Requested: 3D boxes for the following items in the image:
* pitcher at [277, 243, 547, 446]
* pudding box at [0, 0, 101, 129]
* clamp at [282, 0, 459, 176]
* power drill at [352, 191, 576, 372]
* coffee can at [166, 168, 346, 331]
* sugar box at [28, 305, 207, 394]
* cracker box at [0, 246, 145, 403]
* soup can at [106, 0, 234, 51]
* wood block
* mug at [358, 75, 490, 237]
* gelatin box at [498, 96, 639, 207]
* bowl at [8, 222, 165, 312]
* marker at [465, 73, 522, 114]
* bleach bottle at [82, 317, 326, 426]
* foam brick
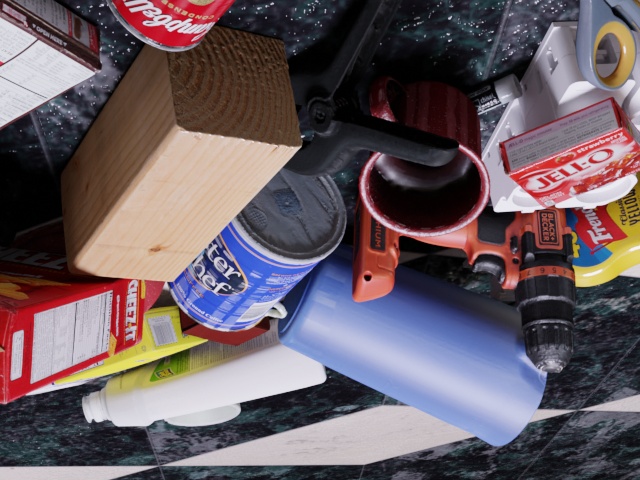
[{"bbox_3d":[0.084,0.096,1.016,0.242,0.145,0.149,23,105,-10],"label":"pitcher"},{"bbox_3d":[-0.207,-0.114,0.662,0.114,0.039,0.089,-21,153,27],"label":"pudding box"},{"bbox_3d":[0.012,-0.100,0.726,0.172,0.120,0.039,-8,-177,41],"label":"clamp"},{"bbox_3d":[0.122,0.019,0.900,0.187,0.184,0.057,4,153,-6],"label":"power drill"},{"bbox_3d":[-0.056,0.001,0.873,0.102,0.103,0.141,5,151,-27],"label":"coffee can"},{"bbox_3d":[-0.212,0.112,1.082,0.176,0.048,0.093,-23,170,28],"label":"sugar box"},{"bbox_3d":[-0.249,0.052,0.802,0.164,0.072,0.213,9,-172,14],"label":"cracker box"},{"bbox_3d":[-0.065,-0.160,0.581,0.068,0.068,0.102,11,147,-36],"label":"soup can"},{"bbox_3d":[-0.107,-0.055,0.756,0.090,0.090,0.206,6,150,-31],"label":"wood block"},{"bbox_3d":[0.070,-0.071,0.777,0.093,0.081,0.117,-26,124,27],"label":"mug"},{"bbox_3d":[0.183,-0.061,0.766,0.089,0.030,0.073,-23,151,25],"label":"gelatin box"},{"bbox_3d":[-0.207,0.042,0.963,0.162,0.055,0.162,-7,155,-4],"label":"bowl"},{"bbox_3d":[0.096,-0.096,0.821,0.121,0.020,0.020,-22,152,25],"label":"marker"},{"bbox_3d":[-0.123,0.141,1.117,0.251,0.068,0.102,-15,-165,1],"label":"bleach bottle"},{"bbox_3d":[-0.095,0.067,1.053,0.051,0.053,0.078,-28,149,34],"label":"foam brick"}]
